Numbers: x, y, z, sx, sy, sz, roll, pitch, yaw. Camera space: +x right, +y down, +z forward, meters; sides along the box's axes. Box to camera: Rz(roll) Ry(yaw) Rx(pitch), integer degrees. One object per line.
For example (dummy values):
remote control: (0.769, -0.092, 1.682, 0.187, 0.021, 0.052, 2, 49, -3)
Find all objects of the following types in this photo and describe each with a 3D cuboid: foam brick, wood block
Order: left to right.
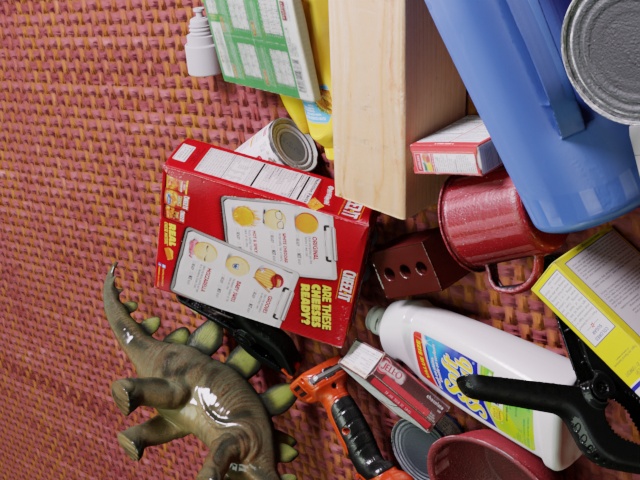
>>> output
wood block: (0.070, -0.138, 0.956, 0.090, 0.090, 0.206, 22, 126, 39)
foam brick: (0.098, 0.021, 1.043, 0.078, 0.051, 0.053, -14, 100, 49)

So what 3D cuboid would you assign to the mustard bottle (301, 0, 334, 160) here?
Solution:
mustard bottle: (0.008, -0.155, 1.032, 0.096, 0.058, 0.191, 22, 130, 64)

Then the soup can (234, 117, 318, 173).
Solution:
soup can: (-0.059, -0.077, 1.132, 0.102, 0.068, 0.068, -33, 85, 38)

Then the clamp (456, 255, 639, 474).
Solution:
clamp: (0.233, 0.121, 0.922, 0.210, 0.164, 0.036, 36, 151, -4)

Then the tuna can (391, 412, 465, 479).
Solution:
tuna can: (0.119, 0.222, 1.146, 0.086, 0.033, 0.086, 24, 127, 36)

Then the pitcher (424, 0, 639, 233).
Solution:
pitcher: (0.171, -0.130, 0.812, 0.145, 0.149, 0.243, -11, 107, 55)

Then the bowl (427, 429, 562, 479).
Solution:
bowl: (0.186, 0.242, 1.057, 0.162, 0.055, 0.162, 30, 140, 28)

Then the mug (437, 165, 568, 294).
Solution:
mug: (0.163, -0.012, 0.922, 0.082, 0.093, 0.117, -13, 78, 45)

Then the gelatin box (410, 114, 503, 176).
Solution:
gelatin box: (0.134, -0.082, 0.919, 0.073, 0.089, 0.030, 6, 116, 45)

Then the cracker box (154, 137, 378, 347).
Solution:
cracker box: (-0.057, 0.001, 1.096, 0.214, 0.072, 0.164, 16, 128, 8)

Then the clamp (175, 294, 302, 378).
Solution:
clamp: (-0.082, 0.097, 1.235, 0.171, 0.039, 0.120, 37, 159, -13)

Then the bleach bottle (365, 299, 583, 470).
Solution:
bleach bottle: (0.145, 0.125, 1.046, 0.251, 0.068, 0.102, 23, 130, 41)

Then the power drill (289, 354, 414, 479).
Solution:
power drill: (0.035, 0.229, 1.202, 0.188, 0.057, 0.185, 59, 161, 9)

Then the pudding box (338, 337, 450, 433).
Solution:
pudding box: (0.073, 0.146, 1.090, 0.090, 0.039, 0.114, 42, 171, -12)
